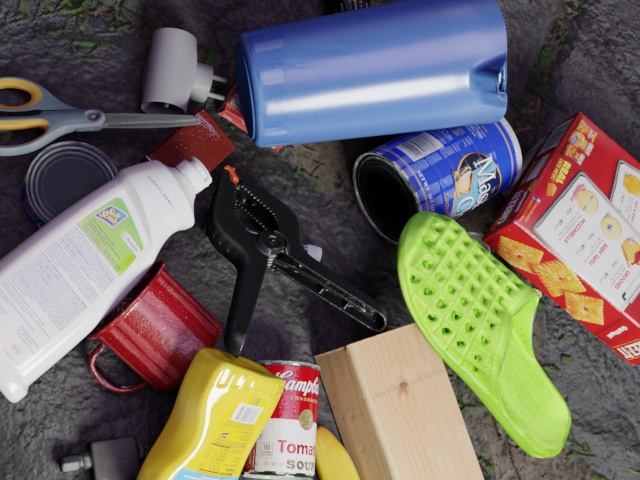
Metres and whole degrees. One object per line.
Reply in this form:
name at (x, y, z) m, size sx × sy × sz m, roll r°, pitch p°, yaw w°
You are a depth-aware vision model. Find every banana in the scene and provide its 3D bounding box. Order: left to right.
banana at (0.013, 0.273, 0.981) m, size 0.069 × 0.037 × 0.198 m, roll 14°, pitch 71°, yaw -21°

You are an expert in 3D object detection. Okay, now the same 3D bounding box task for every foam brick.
foam brick at (-0.128, -0.076, 1.001) m, size 0.051 × 0.053 × 0.078 m, roll 47°, pitch 65°, yaw -6°

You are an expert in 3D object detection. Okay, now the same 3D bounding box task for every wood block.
wood block at (0.080, 0.189, 1.004) m, size 0.090 × 0.090 × 0.206 m, roll -16°, pitch 84°, yaw -25°

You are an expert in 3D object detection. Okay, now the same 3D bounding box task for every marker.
marker at (-0.057, 0.001, 1.031) m, size 0.121 × 0.020 × 0.020 m, roll 15°, pitch 71°, yaw -20°

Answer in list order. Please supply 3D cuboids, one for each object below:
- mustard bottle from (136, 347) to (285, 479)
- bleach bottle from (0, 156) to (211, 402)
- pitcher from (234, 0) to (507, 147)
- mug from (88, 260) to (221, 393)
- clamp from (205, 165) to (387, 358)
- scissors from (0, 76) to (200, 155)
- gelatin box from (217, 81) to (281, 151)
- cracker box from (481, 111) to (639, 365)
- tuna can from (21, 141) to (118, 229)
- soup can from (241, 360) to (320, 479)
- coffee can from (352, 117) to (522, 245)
mustard bottle at (-0.106, 0.189, 0.905) m, size 0.096 × 0.058 × 0.191 m, roll 26°, pitch 90°, yaw -54°
bleach bottle at (-0.193, 0.020, 0.912) m, size 0.250 × 0.068 × 0.102 m, roll -39°, pitch 102°, yaw -16°
pitcher at (0.044, -0.162, 1.011) m, size 0.242 × 0.149 × 0.145 m, roll -10°, pitch 74°, yaw -10°
mug at (-0.150, 0.086, 0.936) m, size 0.117 × 0.093 × 0.081 m, roll -45°, pitch 102°, yaw 0°
clamp at (-0.054, 0.017, 0.968) m, size 0.164 × 0.036 × 0.210 m, roll -13°, pitch 56°, yaw -38°
scissors at (-0.219, -0.121, 0.967) m, size 0.201 × 0.016 × 0.096 m, roll -14°, pitch 58°, yaw -21°
gelatin box at (-0.051, -0.145, 1.066) m, size 0.073 × 0.030 × 0.089 m, roll 32°, pitch 67°, yaw -15°
cracker box at (0.294, -0.001, 1.103) m, size 0.213 × 0.072 × 0.164 m, roll 39°, pitch 62°, yaw -8°
tuna can at (-0.224, -0.044, 0.960) m, size 0.086 × 0.034 × 0.086 m, roll 6°, pitch 74°, yaw -22°
soup can at (-0.036, 0.164, 0.970) m, size 0.068 × 0.069 × 0.102 m, roll 9°, pitch 74°, yaw -22°
coffee can at (0.118, -0.069, 1.079) m, size 0.140 × 0.103 × 0.103 m, roll -28°, pitch 89°, yaw -27°
